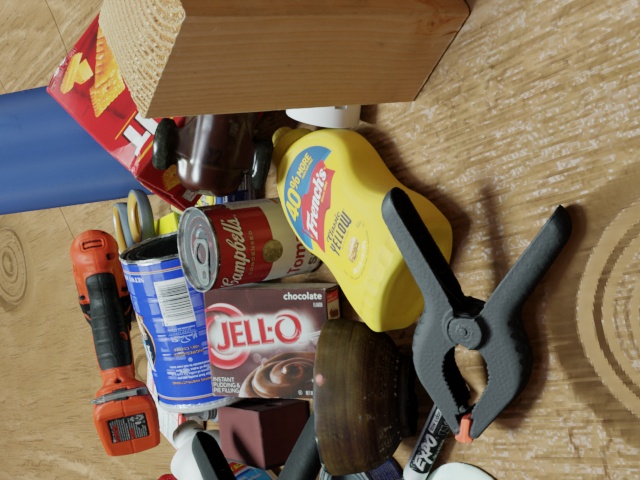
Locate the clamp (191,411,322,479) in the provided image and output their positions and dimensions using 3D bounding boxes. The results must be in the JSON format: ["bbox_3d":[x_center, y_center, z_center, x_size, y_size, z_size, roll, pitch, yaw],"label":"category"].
[{"bbox_3d":[-0.042,0.228,0.831,0.165,0.036,0.210,-29,52,36],"label":"clamp"}]

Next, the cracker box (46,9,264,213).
[{"bbox_3d":[-0.132,-0.144,0.911,0.164,0.072,0.214,-53,42,3],"label":"cracker box"}]

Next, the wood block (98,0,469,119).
[{"bbox_3d":[-0.023,-0.144,0.683,0.090,0.205,0.091,63,143,27],"label":"wood block"}]

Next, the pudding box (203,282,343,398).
[{"bbox_3d":[-0.037,0.080,0.866,0.114,0.039,0.090,-2,98,21],"label":"pudding box"}]

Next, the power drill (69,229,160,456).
[{"bbox_3d":[-0.199,0.107,1.028,0.184,0.057,0.188,92,162,-58],"label":"power drill"}]

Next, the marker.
[{"bbox_3d":[0.077,0.148,0.765,0.020,0.020,0.121,50,133,39],"label":"marker"}]

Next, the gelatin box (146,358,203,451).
[{"bbox_3d":[-0.153,0.171,1.125,0.089,0.030,0.073,35,127,49],"label":"gelatin box"}]

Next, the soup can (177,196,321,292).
[{"bbox_3d":[-0.056,0.001,0.865,0.069,0.102,0.068,19,113,54],"label":"soup can"}]

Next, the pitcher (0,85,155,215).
[{"bbox_3d":[-0.281,-0.093,1.065,0.145,0.242,0.149,67,152,20],"label":"pitcher"}]

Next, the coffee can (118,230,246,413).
[{"bbox_3d":[-0.111,0.068,0.944,0.103,0.102,0.140,8,115,57],"label":"coffee can"}]

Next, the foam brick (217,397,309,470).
[{"bbox_3d":[-0.049,0.168,0.941,0.078,0.052,0.051,-6,92,57],"label":"foam brick"}]

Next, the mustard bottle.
[{"bbox_3d":[0.017,-0.027,0.787,0.192,0.058,0.096,50,135,40],"label":"mustard bottle"}]

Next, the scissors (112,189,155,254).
[{"bbox_3d":[-0.165,0.036,1.035,0.202,0.016,0.096,65,147,28],"label":"scissors"}]

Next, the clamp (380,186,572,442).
[{"bbox_3d":[0.105,0.047,0.673,0.120,0.039,0.171,1,111,35],"label":"clamp"}]
